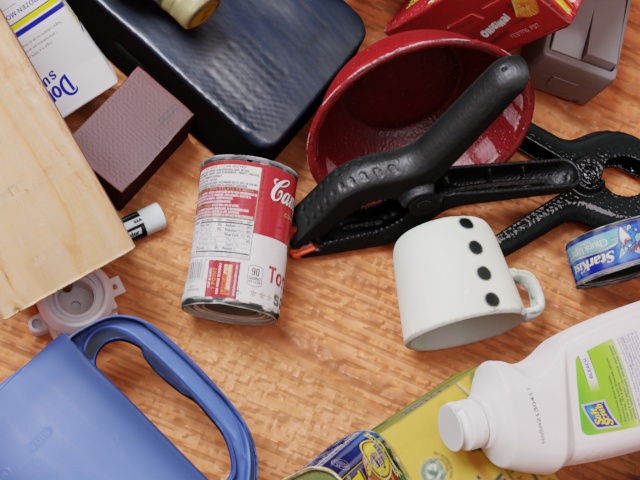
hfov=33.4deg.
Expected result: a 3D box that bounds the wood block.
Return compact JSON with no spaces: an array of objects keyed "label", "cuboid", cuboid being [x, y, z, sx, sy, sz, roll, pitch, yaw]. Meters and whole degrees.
[{"label":"wood block","cuboid":[-0.202,-0.071,0.625,0.090,0.091,0.206,-30,110,-9]}]

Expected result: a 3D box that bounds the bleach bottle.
[{"label":"bleach bottle","cuboid":[0.189,0.089,0.701,0.250,0.068,0.102,-9,72,-24]}]

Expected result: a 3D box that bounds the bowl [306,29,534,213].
[{"label":"bowl","cuboid":[0.063,-0.092,0.743,0.162,0.162,0.055,-5,50,-14]}]

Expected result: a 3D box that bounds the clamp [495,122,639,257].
[{"label":"clamp","cuboid":[0.191,-0.036,0.803,0.171,0.039,0.120,8,81,-3]}]

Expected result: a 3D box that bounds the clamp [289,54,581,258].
[{"label":"clamp","cuboid":[0.067,-0.045,0.720,0.210,0.164,0.036,-20,59,10]}]

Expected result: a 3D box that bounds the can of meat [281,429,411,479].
[{"label":"can of meat","cuboid":[0.024,0.172,0.642,0.058,0.083,0.102,-31,85,25]}]

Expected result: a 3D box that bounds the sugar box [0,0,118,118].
[{"label":"sugar box","cuboid":[-0.218,-0.152,0.683,0.093,0.048,0.176,-33,121,-1]}]

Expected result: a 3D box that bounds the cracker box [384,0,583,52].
[{"label":"cracker box","cuboid":[0.159,-0.228,0.773,0.072,0.164,0.213,39,70,-15]}]

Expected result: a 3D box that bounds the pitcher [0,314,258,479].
[{"label":"pitcher","cuboid":[-0.107,0.172,0.637,0.243,0.149,0.144,43,29,-3]}]

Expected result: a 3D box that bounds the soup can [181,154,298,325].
[{"label":"soup can","cuboid":[-0.055,0.001,0.722,0.068,0.069,0.102,10,75,-10]}]

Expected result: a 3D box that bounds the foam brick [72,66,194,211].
[{"label":"foam brick","cuboid":[-0.132,-0.069,0.731,0.053,0.051,0.078,41,72,-1]}]

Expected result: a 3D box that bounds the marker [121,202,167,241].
[{"label":"marker","cuboid":[-0.162,0.007,0.722,0.121,0.020,0.020,-26,83,-17]}]
